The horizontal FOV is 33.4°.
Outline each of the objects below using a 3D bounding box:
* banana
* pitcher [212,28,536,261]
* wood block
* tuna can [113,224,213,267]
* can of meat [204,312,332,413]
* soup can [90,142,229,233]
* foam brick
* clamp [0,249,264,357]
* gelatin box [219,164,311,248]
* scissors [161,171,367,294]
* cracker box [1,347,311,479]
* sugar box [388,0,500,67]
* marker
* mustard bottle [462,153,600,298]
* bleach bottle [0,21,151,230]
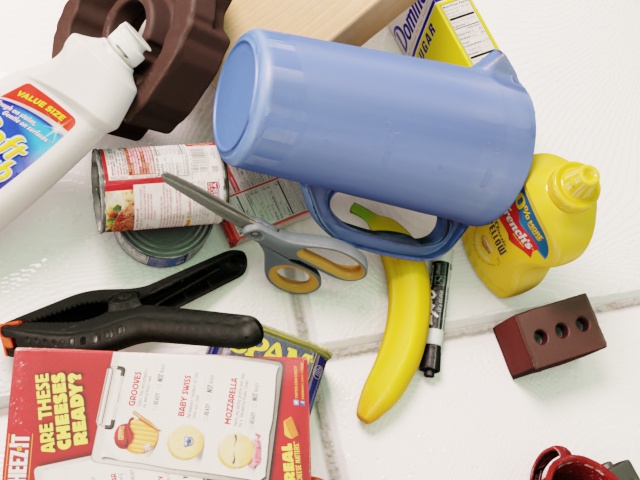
[{"bbox_3d":[0.063,0.062,0.934,0.069,0.037,0.198,-3,70,3],"label":"banana"},{"bbox_3d":[0.039,-0.083,0.866,0.242,0.145,0.149,9,62,-25],"label":"pitcher"},{"bbox_3d":[-0.010,-0.198,0.927,0.206,0.090,0.091,-39,84,5],"label":"wood block"},{"bbox_3d":[-0.134,-0.021,0.909,0.086,0.034,0.086,5,70,-13],"label":"tuna can"},{"bbox_3d":[-0.051,0.117,0.872,0.102,0.057,0.084,21,70,-7],"label":"can of meat"},{"bbox_3d":[-0.130,-0.043,0.861,0.102,0.069,0.068,-5,73,-17],"label":"soup can"},{"bbox_3d":[0.204,0.086,0.952,0.078,0.051,0.053,-15,76,-19],"label":"foam brick"},{"bbox_3d":[-0.147,0.056,0.851,0.210,0.164,0.036,-8,109,2],"label":"clamp"},{"bbox_3d":[-0.054,-0.043,0.940,0.089,0.030,0.073,-23,80,-20],"label":"gelatin box"},{"bbox_3d":[-0.056,0.001,0.872,0.201,0.096,0.016,20,54,-24],"label":"scissors"},{"bbox_3d":[-0.115,0.166,0.767,0.213,0.072,0.164,2,63,-9],"label":"cracker box"},{"bbox_3d":[0.126,-0.167,0.996,0.048,0.093,0.176,-25,79,-23],"label":"sugar box"},{"bbox_3d":[0.103,0.063,0.951,0.020,0.020,0.121,13,69,-10],"label":"marker"},{"bbox_3d":[0.184,-0.020,0.906,0.058,0.192,0.096,-15,76,-19],"label":"mustard bottle"},{"bbox_3d":[-0.239,-0.082,0.826,0.251,0.068,0.102,-40,84,5],"label":"bleach bottle"}]
